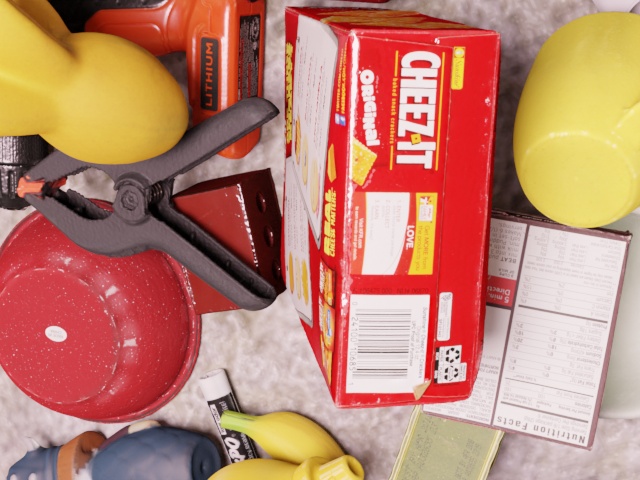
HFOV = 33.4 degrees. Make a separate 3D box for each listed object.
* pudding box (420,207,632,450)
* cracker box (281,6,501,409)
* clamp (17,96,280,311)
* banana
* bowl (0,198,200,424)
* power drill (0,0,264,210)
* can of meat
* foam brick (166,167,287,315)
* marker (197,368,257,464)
[{"bbox_3d":[0.106,0.043,0.550,0.090,0.039,0.113,11,96,14],"label":"pudding box"},{"bbox_3d":[0.025,-0.032,0.542,0.072,0.214,0.164,-1,105,-8],"label":"cracker box"},{"bbox_3d":[-0.096,-0.035,0.618,0.172,0.039,0.120,15,101,16],"label":"clamp"},{"bbox_3d":[0.003,0.190,0.701,0.070,0.037,0.198,-19,98,27],"label":"banana"},{"bbox_3d":[-0.163,0.056,0.709,0.162,0.055,0.162,4,104,16],"label":"bowl"},{"bbox_3d":[-0.131,-0.098,0.659,0.188,0.057,0.184,8,109,14],"label":"power drill"},{"bbox_3d":[0.080,0.111,0.630,0.057,0.083,0.102,20,108,12],"label":"can of meat"},{"bbox_3d":[-0.054,0.001,0.662,0.051,0.053,0.078,-9,101,19],"label":"foam brick"},{"bbox_3d":[-0.052,0.145,0.715,0.020,0.020,0.121,-18,98,20],"label":"marker"}]
